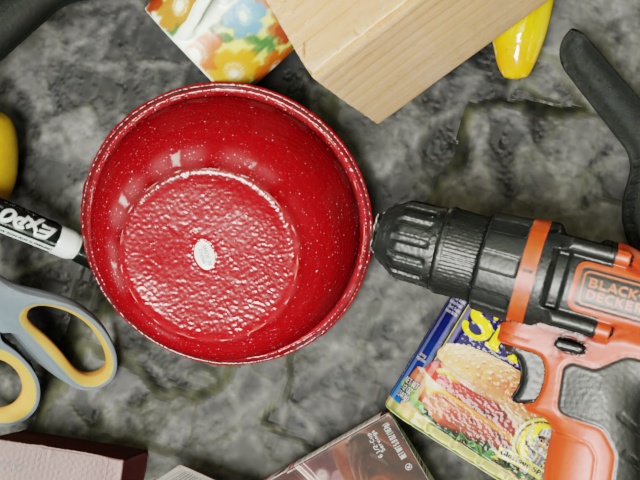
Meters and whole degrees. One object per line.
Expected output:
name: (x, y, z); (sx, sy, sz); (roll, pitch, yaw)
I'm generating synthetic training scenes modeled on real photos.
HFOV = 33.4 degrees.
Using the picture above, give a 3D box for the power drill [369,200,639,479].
power drill: (0.094, 0.084, 0.502); (0.184, 0.057, 0.188); (15, 92, 15)

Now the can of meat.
can of meat: (0.096, 0.075, 0.561); (0.102, 0.057, 0.084); (32, 92, 8)

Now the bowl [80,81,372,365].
bowl: (-0.054, 0.001, 0.559); (0.162, 0.055, 0.162); (1, 107, 5)

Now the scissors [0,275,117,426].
scissors: (-0.197, 0.030, 0.565); (0.096, 0.016, 0.201); (-45, 119, 7)

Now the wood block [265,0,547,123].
wood block: (0.075, -0.163, 0.538); (0.206, 0.090, 0.091); (-35, 68, 16)

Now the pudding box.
pudding box: (0.027, 0.160, 0.570); (0.090, 0.039, 0.113); (-31, 81, 5)

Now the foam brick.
foam brick: (-0.141, 0.137, 0.588); (0.078, 0.051, 0.053); (9, 85, 8)

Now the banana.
banana: (0.144, -0.183, 0.586); (0.070, 0.037, 0.198); (40, 91, 11)

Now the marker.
marker: (-0.162, -0.008, 0.584); (0.121, 0.020, 0.020); (26, 88, -34)
